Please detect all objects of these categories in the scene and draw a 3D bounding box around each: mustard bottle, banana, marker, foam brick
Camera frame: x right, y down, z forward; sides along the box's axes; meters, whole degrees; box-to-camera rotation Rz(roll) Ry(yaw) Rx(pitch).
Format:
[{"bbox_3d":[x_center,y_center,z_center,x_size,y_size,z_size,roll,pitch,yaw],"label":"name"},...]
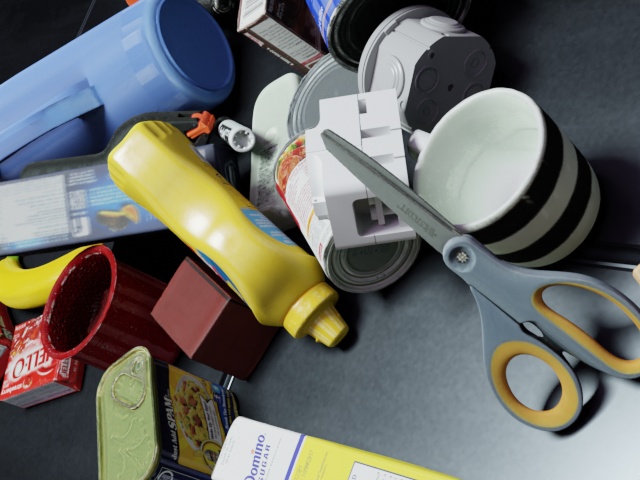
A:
[{"bbox_3d":[-0.055,0.001,0.719,0.192,0.096,0.058,42,89,15],"label":"mustard bottle"},{"bbox_3d":[-0.266,0.032,1.005,0.198,0.037,0.069,1,69,48],"label":"banana"},{"bbox_3d":[-0.069,-0.085,0.842,0.020,0.020,0.121,-58,15,3],"label":"marker"},{"bbox_3d":[-0.075,0.056,0.766,0.051,0.052,0.078,-58,37,3],"label":"foam brick"}]

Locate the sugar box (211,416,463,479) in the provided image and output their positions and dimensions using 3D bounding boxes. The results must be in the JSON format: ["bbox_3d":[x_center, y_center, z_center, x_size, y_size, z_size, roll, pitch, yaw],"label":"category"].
[{"bbox_3d":[0.031,0.137,0.562,0.177,0.093,0.048,8,72,50],"label":"sugar box"}]

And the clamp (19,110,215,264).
[{"bbox_3d":[-0.164,-0.059,0.886,0.172,0.120,0.039,-43,24,20],"label":"clamp"}]

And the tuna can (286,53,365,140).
[{"bbox_3d":[0.017,-0.096,0.773,0.086,0.033,0.086,-27,49,35],"label":"tuna can"}]

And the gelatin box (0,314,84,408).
[{"bbox_3d":[-0.241,0.102,0.938,0.089,0.030,0.073,-22,52,39],"label":"gelatin box"}]

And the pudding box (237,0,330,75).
[{"bbox_3d":[-0.015,-0.191,0.825,0.039,0.089,0.113,-18,55,44],"label":"pudding box"}]

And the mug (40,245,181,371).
[{"bbox_3d":[-0.164,0.059,0.837,0.117,0.081,0.093,13,77,51],"label":"mug"}]

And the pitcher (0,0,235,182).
[{"bbox_3d":[-0.201,-0.119,0.949,0.243,0.144,0.149,-25,50,33],"label":"pitcher"}]

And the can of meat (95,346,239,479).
[{"bbox_3d":[-0.099,0.133,0.717,0.058,0.083,0.102,-38,43,26],"label":"can of meat"}]

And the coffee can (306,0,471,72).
[{"bbox_3d":[0.028,-0.200,0.728,0.103,0.102,0.140,-39,57,25],"label":"coffee can"}]

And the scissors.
[{"bbox_3d":[0.073,0.027,0.552,0.202,0.016,0.096,27,112,11],"label":"scissors"}]

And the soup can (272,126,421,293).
[{"bbox_3d":[0.016,-0.022,0.701,0.068,0.068,0.102,-48,40,15],"label":"soup can"}]
